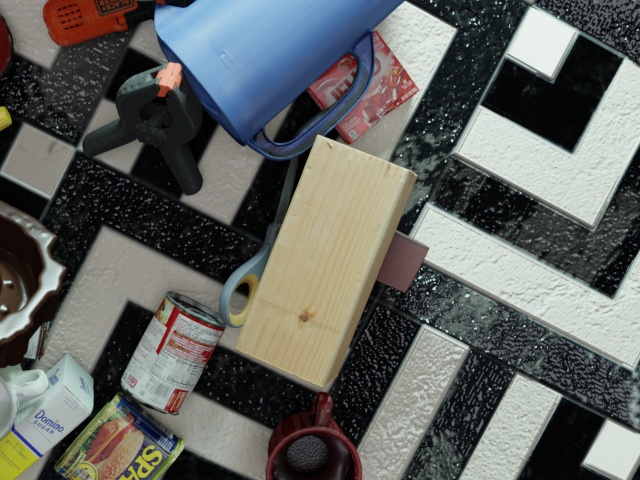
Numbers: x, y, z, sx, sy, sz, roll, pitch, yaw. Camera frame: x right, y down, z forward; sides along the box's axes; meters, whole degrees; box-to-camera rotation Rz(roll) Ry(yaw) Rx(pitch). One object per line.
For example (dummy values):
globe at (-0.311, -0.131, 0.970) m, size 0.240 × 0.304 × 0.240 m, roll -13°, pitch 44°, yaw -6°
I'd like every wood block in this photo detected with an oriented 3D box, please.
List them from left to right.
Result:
wood block at (0.007, 0.017, 0.978) m, size 0.091 × 0.090 × 0.206 m, roll 23°, pitch 94°, yaw 9°

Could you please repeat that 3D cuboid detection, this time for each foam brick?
foam brick at (0.058, 0.011, 1.051) m, size 0.078 × 0.053 × 0.051 m, roll 25°, pitch 94°, yaw -7°

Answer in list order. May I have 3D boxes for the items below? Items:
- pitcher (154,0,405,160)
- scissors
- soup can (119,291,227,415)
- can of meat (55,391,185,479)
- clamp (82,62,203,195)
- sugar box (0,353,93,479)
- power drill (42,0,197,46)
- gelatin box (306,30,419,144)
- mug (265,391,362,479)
pitcher at (-0.018, -0.201, 0.983) m, size 0.243 × 0.145 × 0.149 m, roll -39°, pitch 139°, yaw -4°
scissors at (-0.057, 0.001, 1.033) m, size 0.096 × 0.016 × 0.202 m, roll -5°, pitch 102°, yaw -49°
soup can at (-0.142, 0.110, 1.036) m, size 0.068 × 0.068 × 0.102 m, roll 28°, pitch 94°, yaw -8°
can of meat at (-0.198, 0.211, 1.049) m, size 0.084 × 0.057 × 0.102 m, roll 41°, pitch 91°, yaw -6°
clamp at (-0.162, -0.106, 0.976) m, size 0.120 × 0.172 × 0.039 m, roll 12°, pitch 57°, yaw -3°
sugar box at (-0.294, 0.192, 1.017) m, size 0.176 × 0.093 × 0.048 m, roll -38°, pitch 107°, yaw 0°
power drill at (-0.190, -0.291, 0.990) m, size 0.184 × 0.057 × 0.187 m, roll -20°, pitch 97°, yaw -9°
gelatin box at (0.040, -0.149, 1.042) m, size 0.089 × 0.030 × 0.073 m, roll -38°, pitch 98°, yaw -1°
mug at (-0.008, 0.206, 1.052) m, size 0.093 × 0.081 × 0.117 m, roll 8°, pitch 96°, yaw -6°
